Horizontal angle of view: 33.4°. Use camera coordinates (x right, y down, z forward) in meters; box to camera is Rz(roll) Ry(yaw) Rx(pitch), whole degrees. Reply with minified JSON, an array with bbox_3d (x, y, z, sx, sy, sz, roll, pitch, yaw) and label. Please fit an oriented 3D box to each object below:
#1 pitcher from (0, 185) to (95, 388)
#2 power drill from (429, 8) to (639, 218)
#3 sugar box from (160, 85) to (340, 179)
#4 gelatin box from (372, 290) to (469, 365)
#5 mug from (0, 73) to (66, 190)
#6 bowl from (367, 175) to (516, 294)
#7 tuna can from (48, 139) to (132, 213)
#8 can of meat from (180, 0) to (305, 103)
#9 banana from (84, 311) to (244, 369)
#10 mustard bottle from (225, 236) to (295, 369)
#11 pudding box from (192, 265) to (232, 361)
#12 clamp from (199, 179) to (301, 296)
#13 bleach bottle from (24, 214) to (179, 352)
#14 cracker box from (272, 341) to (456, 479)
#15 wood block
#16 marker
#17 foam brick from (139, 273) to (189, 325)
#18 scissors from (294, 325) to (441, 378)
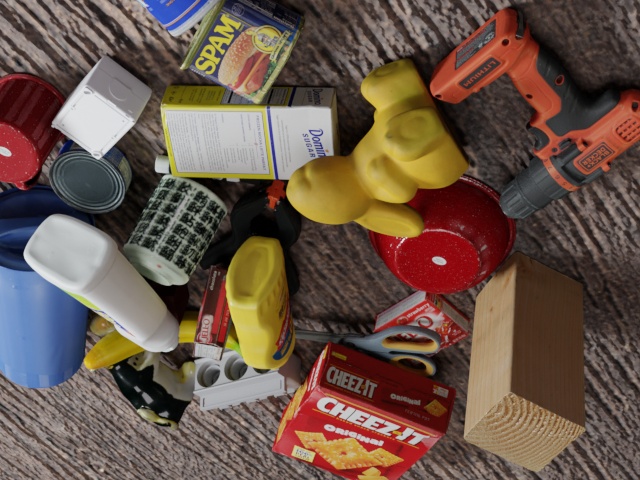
[{"bbox_3d":[-0.341,0.060,1.251,0.144,0.149,0.243,-19,143,-28],"label":"pitcher"},{"bbox_3d":[0.196,-0.117,1.020,0.187,0.057,0.185,35,125,-21],"label":"power drill"},{"bbox_3d":[-0.070,-0.110,1.092,0.176,0.048,0.093,1,131,7],"label":"sugar box"},{"bbox_3d":[0.117,0.100,1.244,0.073,0.030,0.089,40,127,-21],"label":"gelatin box"},{"bbox_3d":[-0.318,-0.105,1.126,0.093,0.081,0.117,6,132,7],"label":"mug"},{"bbox_3d":[0.127,0.006,1.142,0.162,0.055,0.162,6,131,7],"label":"bowl"},{"bbox_3d":[-0.251,-0.073,1.172,0.086,0.033,0.086,6,132,7],"label":"tuna can"},{"bbox_3d":[-0.074,-0.189,1.016,0.084,0.057,0.102,26,131,-14],"label":"can of meat"},{"bbox_3d":[-0.185,0.117,1.283,0.197,0.070,0.037,-4,127,-13],"label":"banana"},{"bbox_3d":[-0.062,0.088,1.189,0.058,0.096,0.191,6,143,10],"label":"mustard bottle"},{"bbox_3d":[-0.120,0.085,1.216,0.039,0.090,0.113,13,164,-2],"label":"pudding box"},{"bbox_3d":[-0.058,0.001,1.187,0.120,0.039,0.172,19,142,-14],"label":"clamp"},{"bbox_3d":[-0.211,0.064,1.148,0.103,0.068,0.250,25,164,30],"label":"bleach bottle"},{"bbox_3d":[0.048,0.223,1.311,0.164,0.072,0.214,21,146,-6],"label":"cracker box"},{"bbox_3d":[0.216,0.124,1.124,0.090,0.206,0.090,25,131,-10],"label":"wood block"},{"bbox_3d":[-0.117,-0.075,1.150,0.121,0.020,0.020,8,132,6],"label":"marker"},{"bbox_3d":[-0.201,0.065,1.269,0.078,0.053,0.051,2,131,9],"label":"foam brick"},{"bbox_3d":[0.050,0.131,1.261,0.202,0.016,0.096,-5,133,26],"label":"scissors"}]
